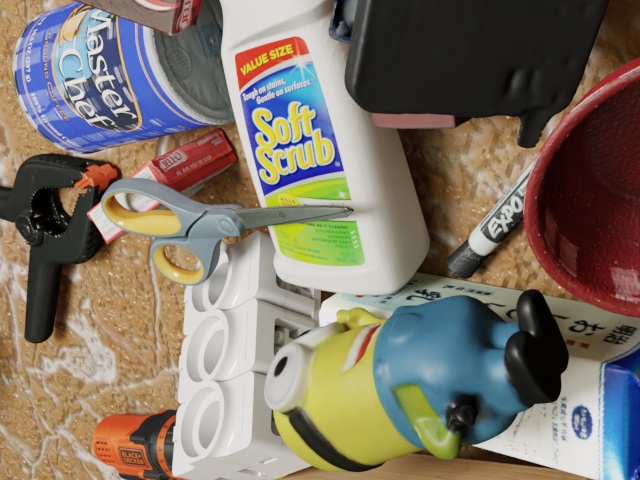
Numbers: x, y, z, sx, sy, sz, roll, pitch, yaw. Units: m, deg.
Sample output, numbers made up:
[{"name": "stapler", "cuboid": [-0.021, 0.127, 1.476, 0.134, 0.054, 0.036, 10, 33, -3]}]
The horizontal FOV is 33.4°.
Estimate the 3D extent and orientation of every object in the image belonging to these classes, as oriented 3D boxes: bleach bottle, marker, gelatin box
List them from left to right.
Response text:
[{"name": "gelatin box", "cuboid": [-0.111, -0.039, 0.750, 0.089, 0.073, 0.030, -32, 91, 44]}, {"name": "bleach bottle", "cuboid": [-0.013, -0.083, 0.607, 0.103, 0.068, 0.251, 8, 134, 34]}, {"name": "marker", "cuboid": [0.110, -0.016, 0.623, 0.020, 0.020, 0.121, 45, 132, 10]}]

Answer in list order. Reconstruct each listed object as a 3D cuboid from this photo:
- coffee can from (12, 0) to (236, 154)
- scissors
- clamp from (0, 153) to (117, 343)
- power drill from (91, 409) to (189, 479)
[{"name": "coffee can", "cuboid": [-0.117, -0.116, 0.694, 0.141, 0.102, 0.103, -6, 108, 41]}, {"name": "scissors", "cuboid": [-0.054, 0.001, 0.667, 0.202, 0.016, 0.096, 10, 139, 32]}, {"name": "clamp", "cuboid": [-0.228, -0.004, 0.886, 0.210, 0.036, 0.164, -21, 98, 43]}, {"name": "power drill", "cuboid": [-0.101, 0.231, 0.897, 0.185, 0.057, 0.187, -4, 107, 44]}]
